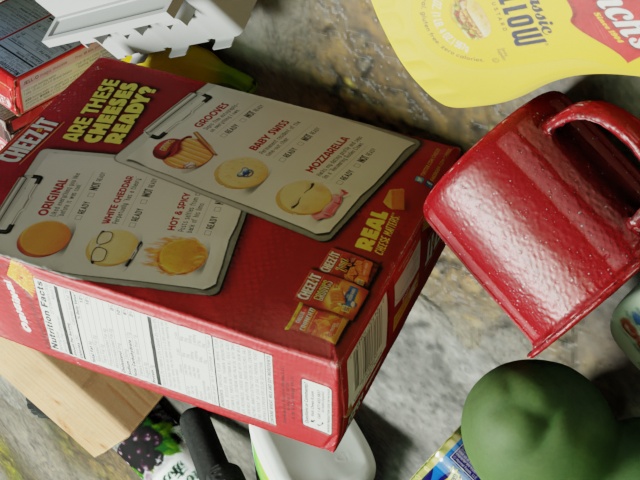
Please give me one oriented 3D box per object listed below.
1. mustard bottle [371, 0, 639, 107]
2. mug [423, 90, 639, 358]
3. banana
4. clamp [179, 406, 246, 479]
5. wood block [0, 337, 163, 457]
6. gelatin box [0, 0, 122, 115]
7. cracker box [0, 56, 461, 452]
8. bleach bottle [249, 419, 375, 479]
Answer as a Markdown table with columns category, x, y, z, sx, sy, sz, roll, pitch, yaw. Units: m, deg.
| category | x | y | z | sx | sy | sz | roll | pitch | yaw |
| --- | --- | --- | --- | --- | --- | --- | --- | --- | --- |
| mustard bottle | 0.110 | -0.102 | 0.383 | 0.192 | 0.058 | 0.096 | -2 | 129 | 41 |
| mug | 0.102 | -0.015 | 0.451 | 0.081 | 0.093 | 0.117 | 50 | 151 | 11 |
| banana | -0.112 | -0.078 | 0.678 | 0.069 | 0.037 | 0.198 | 55 | 145 | -3 |
| clamp | -0.065 | 0.219 | 0.797 | 0.210 | 0.036 | 0.164 | -177 | 74 | -75 |
| wood block | -0.214 | 0.064 | 0.841 | 0.206 | 0.090 | 0.090 | 44 | 145 | -7 |
| gelatin box | -0.180 | -0.122 | 0.670 | 0.073 | 0.089 | 0.030 | 33 | 141 | 24 |
| cracker box | -0.057 | -0.003 | 0.531 | 0.214 | 0.164 | 0.072 | 16 | 134 | 17 |
| bleach bottle | -0.010 | 0.214 | 0.790 | 0.251 | 0.068 | 0.103 | 91 | 155 | -44 |
